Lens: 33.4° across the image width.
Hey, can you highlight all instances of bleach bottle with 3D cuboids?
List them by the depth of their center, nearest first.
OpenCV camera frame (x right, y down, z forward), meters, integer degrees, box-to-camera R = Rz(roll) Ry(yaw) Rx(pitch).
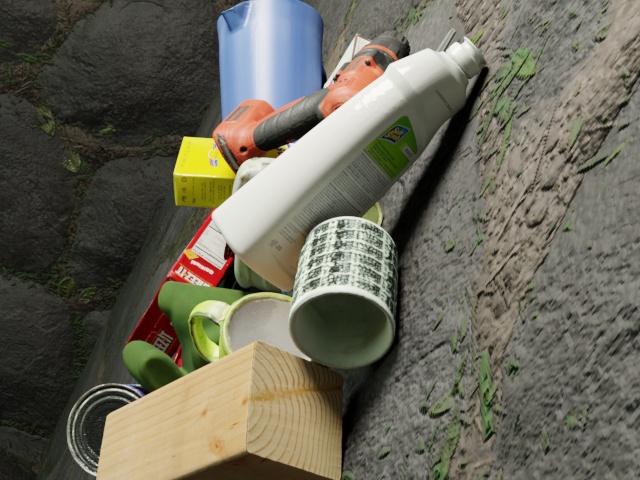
[{"bbox_3d":[0.033,-0.069,0.877,0.251,0.102,0.068,-40,58,6],"label":"bleach bottle"}]

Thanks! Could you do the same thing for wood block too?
[{"bbox_3d":[-0.085,0.163,0.852,0.207,0.090,0.090,-30,46,41],"label":"wood block"}]

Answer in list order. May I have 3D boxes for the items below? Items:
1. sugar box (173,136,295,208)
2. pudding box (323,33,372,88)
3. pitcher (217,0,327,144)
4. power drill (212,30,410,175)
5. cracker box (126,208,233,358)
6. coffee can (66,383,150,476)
[{"bbox_3d":[-0.064,-0.070,1.138,0.093,0.176,0.048,-89,0,-58],"label":"sugar box"},{"bbox_3d":[0.032,-0.170,1.237,0.090,0.039,0.113,-54,20,44],"label":"pudding box"},{"bbox_3d":[-0.053,-0.158,1.295,0.145,0.149,0.243,115,155,-67],"label":"pitcher"},{"bbox_3d":[-0.005,-0.140,1.073,0.188,0.057,0.184,-21,19,31],"label":"power drill"},{"bbox_3d":[-0.174,0.052,1.508,0.164,0.072,0.213,-54,5,41],"label":"cracker box"},{"bbox_3d":[-0.213,0.214,1.211,0.140,0.103,0.103,39,-106,-77],"label":"coffee can"}]
